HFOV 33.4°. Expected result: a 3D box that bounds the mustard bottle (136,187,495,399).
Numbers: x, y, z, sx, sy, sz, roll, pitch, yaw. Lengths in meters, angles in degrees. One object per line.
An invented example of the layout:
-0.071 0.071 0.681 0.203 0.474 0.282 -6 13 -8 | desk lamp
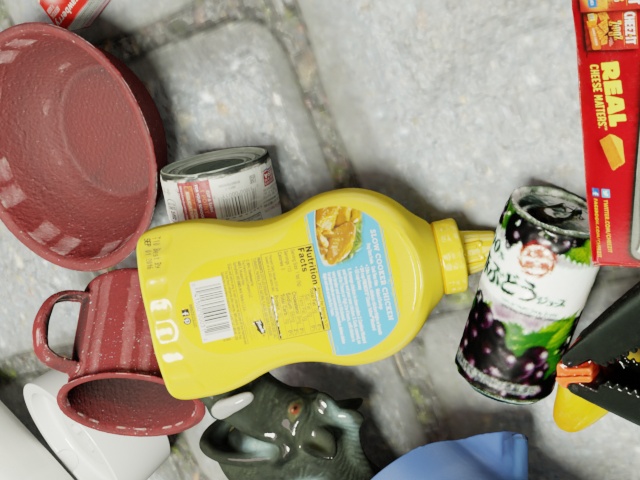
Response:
0.003 0.022 0.583 0.191 0.058 0.096 -11 93 2 | mustard bottle

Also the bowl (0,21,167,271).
-0.154 -0.064 0.690 0.162 0.055 0.162 13 116 29 | bowl

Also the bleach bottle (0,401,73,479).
-0.232 0.177 0.803 0.251 0.068 0.102 30 139 32 | bleach bottle

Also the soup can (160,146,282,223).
-0.054 0.001 0.644 0.069 0.068 0.102 0 109 33 | soup can

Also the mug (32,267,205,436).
-0.127 0.067 0.682 0.117 0.081 0.093 20 142 -26 | mug
